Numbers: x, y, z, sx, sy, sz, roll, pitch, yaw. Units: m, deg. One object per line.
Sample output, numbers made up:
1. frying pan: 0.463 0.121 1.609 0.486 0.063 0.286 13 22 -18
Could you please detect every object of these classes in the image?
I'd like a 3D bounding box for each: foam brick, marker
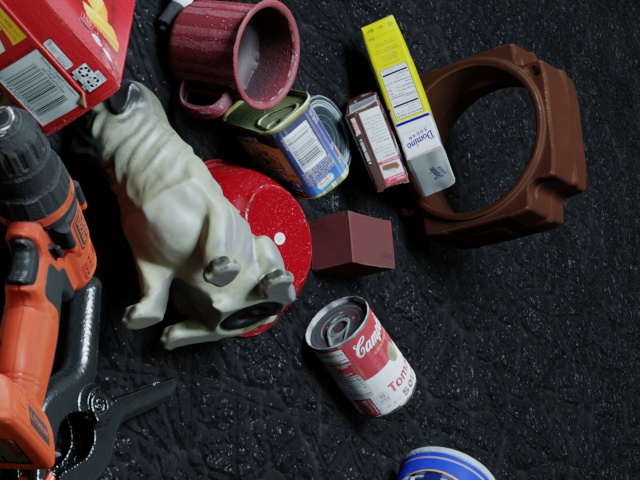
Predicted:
1. foam brick: 0.031 0.005 1.061 0.078 0.051 0.053 12 69 -52
2. marker: -0.110 -0.232 0.940 0.020 0.020 0.121 41 69 -40

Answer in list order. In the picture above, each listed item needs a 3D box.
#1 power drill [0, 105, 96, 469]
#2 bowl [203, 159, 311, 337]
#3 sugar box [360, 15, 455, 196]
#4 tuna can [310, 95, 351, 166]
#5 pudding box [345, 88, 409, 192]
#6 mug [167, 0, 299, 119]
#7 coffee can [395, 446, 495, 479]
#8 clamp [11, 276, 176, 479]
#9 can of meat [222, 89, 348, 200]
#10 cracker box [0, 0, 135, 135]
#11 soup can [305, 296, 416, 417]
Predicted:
1. power drill: -0.187 0.034 0.659 0.184 0.057 0.187 84 10 -59
2. bowl: -0.056 0.001 0.935 0.161 0.055 0.162 23 60 -49
3. sugar box: 0.094 -0.144 1.146 0.093 0.048 0.176 54 15 -62
4. tuna can: -0.006 -0.100 1.062 0.086 0.034 0.086 24 59 -49
5. pudding box: 0.059 -0.106 1.116 0.113 0.039 0.090 -76 144 -75
6. mug: -0.082 -0.154 0.918 0.117 0.082 0.093 -64 146 -19
7. coffee can: 0.104 0.283 1.019 0.102 0.103 0.140 58 39 -25
8. clamp: -0.170 0.107 0.751 0.120 0.039 0.171 57 31 -15
9. can of meat: -0.030 -0.088 0.965 0.057 0.102 0.084 -42 121 -16
10. cracker box: -0.193 -0.196 0.694 0.164 0.072 0.213 50 21 -34
11. soup can: 0.040 0.113 1.021 0.102 0.069 0.068 55 39 -29
